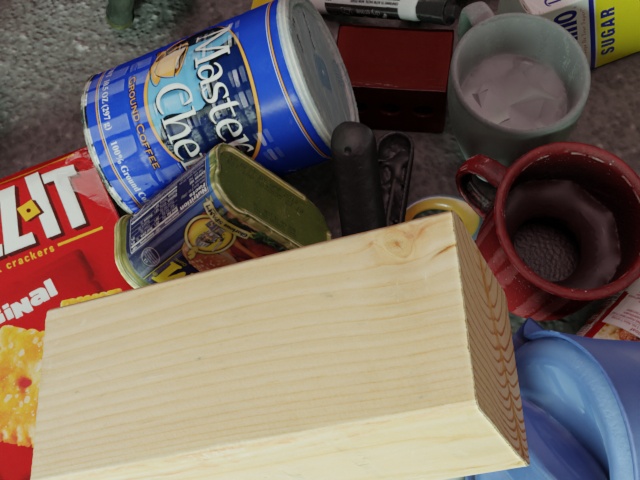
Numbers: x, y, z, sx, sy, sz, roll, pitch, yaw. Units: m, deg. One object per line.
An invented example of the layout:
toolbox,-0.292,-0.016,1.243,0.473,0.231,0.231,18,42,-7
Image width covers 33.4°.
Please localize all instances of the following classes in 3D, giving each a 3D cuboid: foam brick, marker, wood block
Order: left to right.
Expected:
wood block,-0.020,0.067,0.495,0.206,0.090,0.091,-14,58,19
marker,0.043,-0.162,0.736,0.121,0.020,0.020,15,62,38
foam brick,0.049,-0.109,0.719,0.078,0.053,0.051,4,64,5

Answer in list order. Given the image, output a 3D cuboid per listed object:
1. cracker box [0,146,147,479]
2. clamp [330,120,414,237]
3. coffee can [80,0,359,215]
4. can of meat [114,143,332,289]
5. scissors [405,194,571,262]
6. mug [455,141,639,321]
cracker box,-0.173,0.067,0.630,0.164,0.072,0.214,-22,64,-9
clamp,0.034,0.010,0.639,0.039,0.120,0.171,6,103,23
coffee can,-0.059,-0.079,0.655,0.140,0.102,0.103,-19,62,18
can of meat,-0.054,0.001,0.624,0.084,0.102,0.057,-36,41,26
scissors,0.134,-0.019,0.690,0.201,0.016,0.096,-33,67,-13
mug,0.128,-0.007,0.629,0.117,0.081,0.093,35,73,6
